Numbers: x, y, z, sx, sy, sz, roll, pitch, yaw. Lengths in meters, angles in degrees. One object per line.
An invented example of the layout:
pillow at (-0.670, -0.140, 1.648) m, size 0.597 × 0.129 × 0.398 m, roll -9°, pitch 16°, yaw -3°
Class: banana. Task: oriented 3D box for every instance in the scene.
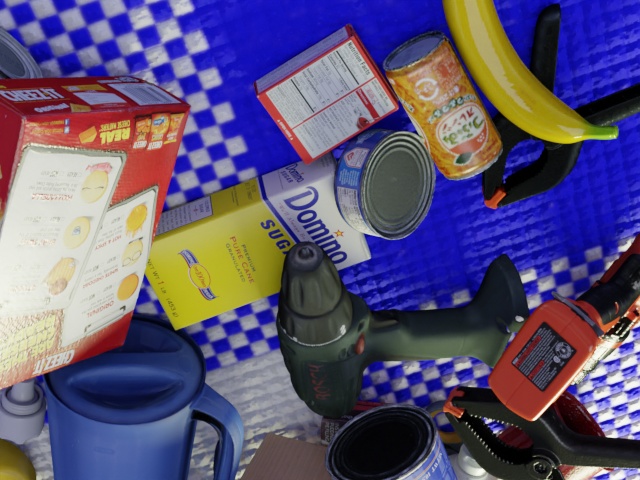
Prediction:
banana at (0.140, -0.142, 0.799) m, size 0.070 × 0.037 × 0.197 m, roll -34°, pitch 102°, yaw 31°

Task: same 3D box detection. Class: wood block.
wood block at (-0.044, 0.277, 0.941) m, size 0.091 × 0.205 × 0.090 m, roll 11°, pitch 124°, yaw 17°

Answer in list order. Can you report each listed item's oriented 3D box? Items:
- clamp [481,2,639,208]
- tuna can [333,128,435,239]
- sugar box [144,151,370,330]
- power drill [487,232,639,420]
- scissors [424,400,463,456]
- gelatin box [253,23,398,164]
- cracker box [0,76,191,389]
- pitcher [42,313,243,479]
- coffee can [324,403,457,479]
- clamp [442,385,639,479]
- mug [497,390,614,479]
clamp at (0.194, -0.092, 0.855) m, size 0.120 × 0.039 × 0.172 m, roll 25°, pitch 120°, yaw -2°
tuna can at (0.051, -0.045, 0.843) m, size 0.085 × 0.034 × 0.086 m, roll -12°, pitch 108°, yaw -42°
sugar box at (-0.056, 0.001, 0.875) m, size 0.176 × 0.048 × 0.093 m, roll -20°, pitch 124°, yaw 5°
power drill at (0.218, 0.083, 0.913) m, size 0.187 × 0.057 × 0.185 m, roll -25°, pitch 149°, yaw -49°
scissors at (0.159, 0.212, 1.068) m, size 0.201 × 0.016 × 0.096 m, roll 18°, pitch 121°, yaw -20°
gelatin box at (0.005, -0.112, 0.820) m, size 0.089 × 0.030 × 0.073 m, roll -31°, pitch 121°, yaw 11°
cracker box at (-0.194, -0.009, 0.766) m, size 0.163 × 0.072 × 0.214 m, roll -17°, pitch 131°, yaw -56°
pitcher at (-0.164, 0.197, 0.935) m, size 0.144 × 0.149 × 0.243 m, roll -12°, pitch 130°, yaw -26°
coffee can at (0.075, 0.231, 0.947) m, size 0.103 × 0.103 × 0.140 m, roll -21°, pitch 117°, yaw 4°
clamp at (0.204, 0.205, 0.967) m, size 0.210 × 0.036 × 0.165 m, roll 25°, pitch 123°, yaw 12°
mug at (0.229, 0.204, 1.041) m, size 0.082 × 0.093 × 0.117 m, roll -41°, pitch 157°, yaw 22°
